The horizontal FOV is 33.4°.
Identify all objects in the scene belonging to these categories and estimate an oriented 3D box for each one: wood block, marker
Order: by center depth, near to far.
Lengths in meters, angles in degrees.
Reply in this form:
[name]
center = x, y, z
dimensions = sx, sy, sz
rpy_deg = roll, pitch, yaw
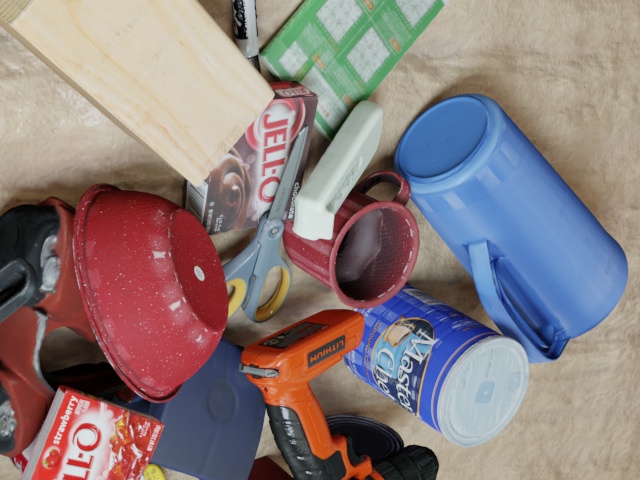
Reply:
[wood block]
center = -0.126, -0.130, 0.676
dimensions = 0.090, 0.091, 0.206
rpy_deg = -51, 147, -3
[marker]
center = -0.057, -0.171, 0.798
dimensions = 0.020, 0.020, 0.121
rpy_deg = -19, 119, -31

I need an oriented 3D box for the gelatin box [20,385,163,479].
[gelatin box]
center = -0.157, 0.152, 0.719
dimensions = 0.073, 0.030, 0.089
rpy_deg = 25, 81, -23

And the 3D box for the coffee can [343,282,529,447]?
[coffee can]
center = 0.101, 0.108, 0.958
dimensions = 0.102, 0.140, 0.103
rpy_deg = -16, 118, -32

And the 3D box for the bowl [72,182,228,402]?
[bowl]
center = -0.108, 0.029, 0.751
dimensions = 0.055, 0.162, 0.162
rpy_deg = -18, 128, 15

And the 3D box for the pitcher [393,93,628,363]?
[pitcher]
center = 0.170, -0.011, 0.966
dimensions = 0.145, 0.149, 0.242
rpy_deg = -44, 127, 3

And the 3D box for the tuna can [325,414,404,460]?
[tuna can]
center = 0.032, 0.195, 0.979
dimensions = 0.085, 0.086, 0.034
rpy_deg = -4, 113, -37

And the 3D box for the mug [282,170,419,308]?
[mug]
center = 0.029, -0.010, 0.891
dimensions = 0.093, 0.082, 0.117
rpy_deg = 40, 83, -41

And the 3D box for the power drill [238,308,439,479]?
[power drill]
center = 0.017, 0.155, 0.875
dimensions = 0.184, 0.057, 0.187
rpy_deg = -23, 104, -39

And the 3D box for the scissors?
[scissors]
center = -0.055, 0.001, 0.830
dimensions = 0.096, 0.016, 0.202
rpy_deg = -22, 142, -24

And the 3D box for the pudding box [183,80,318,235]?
[pudding box]
center = -0.055, -0.064, 0.820
dimensions = 0.089, 0.039, 0.114
rpy_deg = -11, 128, -34
